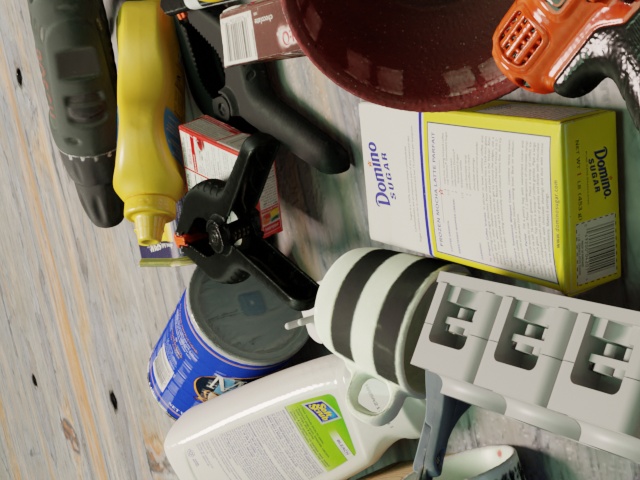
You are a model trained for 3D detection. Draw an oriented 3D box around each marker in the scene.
[{"bbox_3d":[-0.073,-0.184,0.789,0.121,0.020,0.020,-3,102,37],"label":"marker"}]

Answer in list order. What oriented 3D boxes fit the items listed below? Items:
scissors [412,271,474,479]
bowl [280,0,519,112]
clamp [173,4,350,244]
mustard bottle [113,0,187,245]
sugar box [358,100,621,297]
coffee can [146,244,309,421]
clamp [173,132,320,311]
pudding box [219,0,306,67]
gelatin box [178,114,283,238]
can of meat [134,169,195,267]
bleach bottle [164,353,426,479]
[{"bbox_3d":[0.072,0.119,0.624,0.016,0.096,0.202,7,85,28],"label":"scissors"},{"bbox_3d":[0.059,-0.147,0.546,0.055,0.162,0.162,-89,9,-52],"label":"bowl"},{"bbox_3d":[-0.063,-0.097,0.834,0.210,0.036,0.165,59,145,17],"label":"clamp"},{"bbox_3d":[-0.136,-0.089,0.863,0.096,0.058,0.191,85,-177,-72],"label":"mustard bottle"},{"bbox_3d":[0.091,-0.033,0.613,0.176,0.048,0.093,20,120,57],"label":"sugar box"},{"bbox_3d":[-0.076,0.082,0.871,0.103,0.102,0.140,62,147,20],"label":"coffee can"},{"bbox_3d":[-0.055,0.001,0.757,0.172,0.039,0.120,-24,80,62],"label":"clamp"},{"bbox_3d":[0.001,-0.136,0.666,0.114,0.089,0.039,8,108,57],"label":"pudding box"},{"bbox_3d":[-0.068,-0.048,0.810,0.089,0.030,0.073,26,132,43],"label":"gelatin box"},{"bbox_3d":[-0.130,-0.022,0.955,0.102,0.057,0.084,-3,99,57],"label":"can of meat"},{"bbox_3d":[0.001,0.137,0.769,0.251,0.068,0.102,-25,105,38],"label":"bleach bottle"}]
